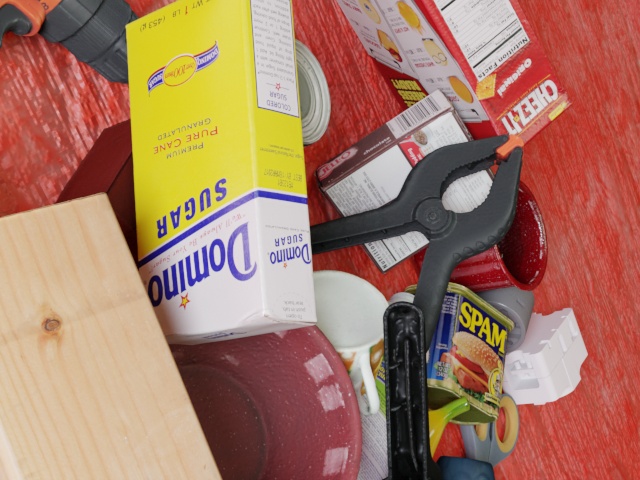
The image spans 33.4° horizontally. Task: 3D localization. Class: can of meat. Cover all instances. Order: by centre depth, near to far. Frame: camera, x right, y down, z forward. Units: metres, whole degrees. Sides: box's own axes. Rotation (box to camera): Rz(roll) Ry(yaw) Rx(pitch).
[{"bbox_3d":[0.104,0.091,0.841,0.102,0.058,0.084,34,58,-42],"label":"can of meat"}]

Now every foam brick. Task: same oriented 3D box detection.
[{"bbox_3d":[-0.106,-0.027,0.604,0.053,0.051,0.078,49,46,-32],"label":"foam brick"}]

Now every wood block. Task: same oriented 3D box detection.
[{"bbox_3d":[-0.112,0.096,0.482,0.090,0.090,0.206,-18,81,-37],"label":"wood block"}]

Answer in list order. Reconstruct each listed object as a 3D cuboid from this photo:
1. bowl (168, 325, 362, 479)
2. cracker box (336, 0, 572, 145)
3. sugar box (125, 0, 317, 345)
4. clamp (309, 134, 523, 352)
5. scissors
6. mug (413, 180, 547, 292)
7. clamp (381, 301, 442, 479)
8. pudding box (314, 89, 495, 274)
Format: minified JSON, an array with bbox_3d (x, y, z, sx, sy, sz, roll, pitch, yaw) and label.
[{"bbox_3d":[-0.058,0.108,0.602,0.161,0.055,0.162,11,65,-26],"label":"bowl"},{"bbox_3d":[0.076,-0.177,0.785,0.072,0.164,0.213,-40,117,-8],"label":"cracker box"},{"bbox_3d":[-0.054,-0.038,0.553,0.048,0.094,0.176,10,72,-48],"label":"sugar box"},{"bbox_3d":[0.067,-0.014,0.734,0.171,0.120,0.039,-51,169,-9],"label":"clamp"},{"bbox_3d":[0.137,0.202,0.886,0.096,0.016,0.202,25,62,-47],"label":"scissors"},{"bbox_3d":[0.135,0.000,0.883,0.117,0.082,0.093,-10,88,-53],"label":"mug"},{"bbox_3d":[0.054,0.151,0.657,0.210,0.036,0.164,69,28,-49],"label":"clamp"},{"bbox_3d":[0.066,-0.042,0.785,0.090,0.113,0.039,54,9,-29],"label":"pudding box"}]
